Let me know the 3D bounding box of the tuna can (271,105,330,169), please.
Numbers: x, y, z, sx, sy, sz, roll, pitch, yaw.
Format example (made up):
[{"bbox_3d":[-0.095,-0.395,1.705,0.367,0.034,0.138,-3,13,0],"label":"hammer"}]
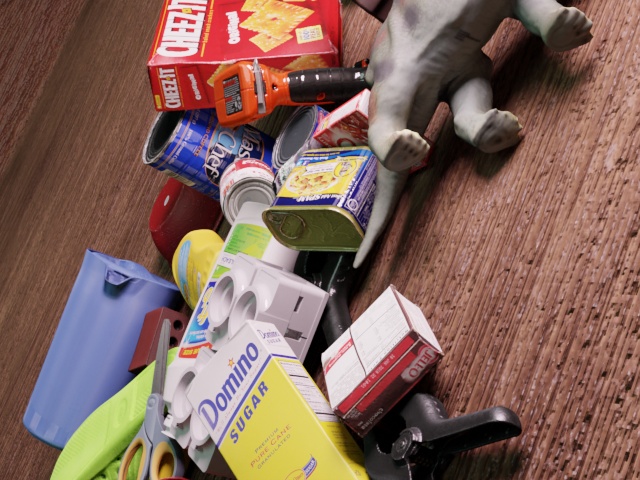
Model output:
[{"bbox_3d":[-0.017,-0.112,1.205,0.086,0.033,0.086,-44,31,35],"label":"tuna can"}]

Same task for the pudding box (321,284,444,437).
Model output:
[{"bbox_3d":[0.046,0.092,0.838,0.090,0.039,0.113,-46,16,8],"label":"pudding box"}]

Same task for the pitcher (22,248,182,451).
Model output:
[{"bbox_3d":[-0.277,0.142,1.355,0.145,0.149,0.243,23,89,50],"label":"pitcher"}]

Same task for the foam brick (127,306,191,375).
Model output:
[{"bbox_3d":[-0.186,0.126,1.267,0.051,0.053,0.078,-26,44,52],"label":"foam brick"}]

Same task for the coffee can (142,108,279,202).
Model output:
[{"bbox_3d":[-0.127,-0.106,1.281,0.103,0.140,0.103,-44,31,34],"label":"coffee can"}]

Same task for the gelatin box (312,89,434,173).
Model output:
[{"bbox_3d":[0.050,-0.092,0.993,0.073,0.089,0.030,-26,33,53],"label":"gelatin box"}]

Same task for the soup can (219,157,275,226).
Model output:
[{"bbox_3d":[-0.078,-0.050,1.196,0.068,0.068,0.102,-58,14,10],"label":"soup can"}]

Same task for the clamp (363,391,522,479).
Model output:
[{"bbox_3d":[0.069,0.163,0.762,0.120,0.039,0.172,-58,18,-12],"label":"clamp"}]

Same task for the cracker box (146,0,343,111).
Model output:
[{"bbox_3d":[-0.081,-0.226,1.232,0.164,0.214,0.072,-88,-6,-50],"label":"cracker box"}]

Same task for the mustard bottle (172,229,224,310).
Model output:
[{"bbox_3d":[-0.130,0.039,1.228,0.192,0.058,0.096,-154,61,-66],"label":"mustard bottle"}]

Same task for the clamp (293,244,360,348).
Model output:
[{"bbox_3d":[-0.006,0.057,1.012,0.165,0.036,0.210,-31,43,47],"label":"clamp"}]

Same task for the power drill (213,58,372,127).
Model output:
[{"bbox_3d":[-0.007,-0.150,1.063,0.185,0.187,0.057,175,85,-69],"label":"power drill"}]

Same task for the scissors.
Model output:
[{"bbox_3d":[-0.161,0.180,1.114,0.096,0.016,0.201,3,70,41],"label":"scissors"}]

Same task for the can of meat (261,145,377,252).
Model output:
[{"bbox_3d":[0.009,-0.040,0.987,0.102,0.057,0.083,1,49,37],"label":"can of meat"}]

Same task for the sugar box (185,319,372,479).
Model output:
[{"bbox_3d":[-0.033,0.158,0.862,0.093,0.048,0.176,-50,59,16],"label":"sugar box"}]

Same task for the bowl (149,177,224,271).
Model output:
[{"bbox_3d":[-0.182,-0.041,1.423,0.162,0.055,0.162,-44,30,34],"label":"bowl"}]

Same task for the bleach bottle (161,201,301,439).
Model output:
[{"bbox_3d":[-0.089,0.087,1.081,0.103,0.068,0.251,14,76,49],"label":"bleach bottle"}]
